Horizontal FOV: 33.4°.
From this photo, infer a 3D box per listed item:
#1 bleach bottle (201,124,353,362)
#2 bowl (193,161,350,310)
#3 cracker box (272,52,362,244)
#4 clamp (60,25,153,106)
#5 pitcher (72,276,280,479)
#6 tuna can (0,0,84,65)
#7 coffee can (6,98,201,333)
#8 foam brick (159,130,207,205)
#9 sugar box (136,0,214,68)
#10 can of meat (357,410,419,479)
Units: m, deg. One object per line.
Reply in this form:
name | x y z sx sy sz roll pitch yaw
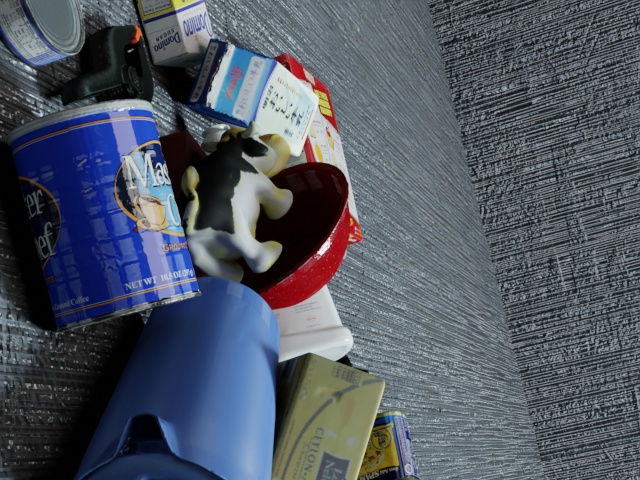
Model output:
bleach bottle | -0.057 0.001 1.020 0.068 0.102 0.251 117 -43 -63
bowl | -0.031 0.007 0.927 0.055 0.162 0.162 50 27 -32
cracker box | -0.022 -0.102 1.316 0.164 0.072 0.214 23 52 -71
clamp | -0.174 -0.131 0.891 0.120 0.039 0.171 61 14 -50
pitcher | -0.092 0.140 0.770 0.145 0.149 0.242 35 26 -14
tuna can | -0.215 -0.176 0.804 0.086 0.034 0.086 -16 90 -74
coffee can | -0.150 -0.016 0.744 0.102 0.103 0.140 -9 84 -74
foam brick | -0.128 -0.048 0.939 0.053 0.051 0.078 53 26 -50
sugar box | -0.155 -0.263 1.066 0.093 0.048 0.176 -27 100 -74
can of meat | 0.056 0.244 1.193 0.057 0.102 0.084 42 34 -61
